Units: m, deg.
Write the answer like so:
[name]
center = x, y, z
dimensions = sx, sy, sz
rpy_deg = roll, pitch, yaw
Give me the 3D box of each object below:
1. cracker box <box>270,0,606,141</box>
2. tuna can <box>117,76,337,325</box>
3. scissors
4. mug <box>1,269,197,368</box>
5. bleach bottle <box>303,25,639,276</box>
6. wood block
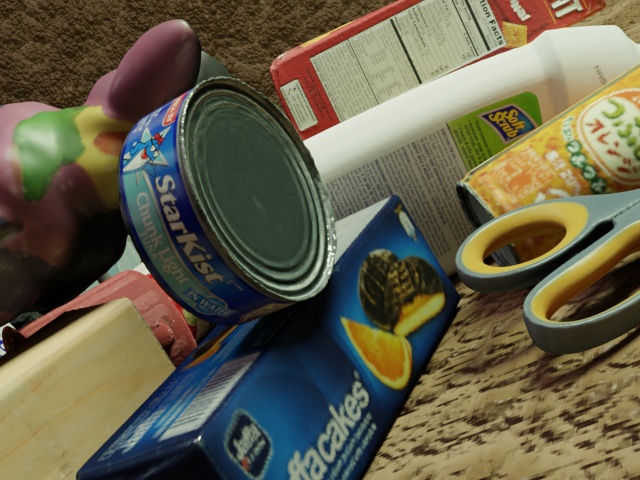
[cracker box]
center = 0.083, -0.145, 0.749
dimensions = 0.214, 0.072, 0.164
rpy_deg = -25, 7, 16
[tuna can]
center = -0.032, -0.013, 0.385
dimensions = 0.034, 0.086, 0.086
rpy_deg = -24, 13, 29
[scissors]
center = 0.132, -0.022, 0.421
dimensions = 0.096, 0.016, 0.201
rpy_deg = 12, 41, 46
[mug]
center = -0.117, 0.067, 0.598
dimensions = 0.081, 0.093, 0.117
rpy_deg = -32, 2, -27
[bleach bottle]
center = 0.069, -0.030, 0.533
dimensions = 0.251, 0.102, 0.068
rpy_deg = -24, 21, 10
[wood block]
center = -0.153, 0.121, 0.451
dimensions = 0.205, 0.090, 0.091
rpy_deg = -37, 11, -30
